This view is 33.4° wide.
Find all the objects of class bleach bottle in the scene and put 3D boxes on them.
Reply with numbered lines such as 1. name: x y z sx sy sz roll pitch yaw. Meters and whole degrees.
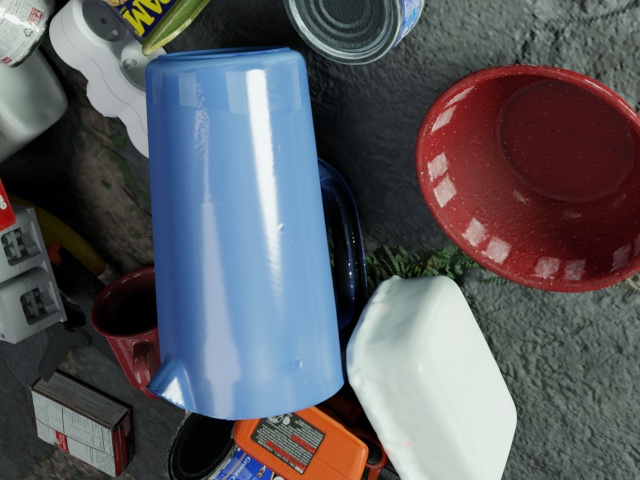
1. bleach bottle: -0.321 -0.103 0.933 0.251 0.068 0.102 -19 109 46

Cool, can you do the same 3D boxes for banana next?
1. banana: -0.289 -0.017 1.005 0.198 0.037 0.069 18 153 24

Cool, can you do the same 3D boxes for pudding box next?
1. pudding box: -0.259 0.198 1.162 0.113 0.039 0.090 22 134 16

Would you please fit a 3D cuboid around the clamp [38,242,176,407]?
1. clamp: -0.215 0.085 1.012 0.165 0.036 0.210 11 139 14

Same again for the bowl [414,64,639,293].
1. bowl: 0.142 -0.047 0.660 0.162 0.055 0.162 19 134 21

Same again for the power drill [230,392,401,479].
1. power drill: 0.024 0.168 0.847 0.185 0.057 0.187 28 179 21

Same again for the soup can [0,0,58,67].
1. soup can: -0.255 -0.182 0.789 0.102 0.068 0.069 33 145 -34

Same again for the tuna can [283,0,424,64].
1. tuna can: 0.020 -0.155 0.671 0.086 0.033 0.086 19 134 21

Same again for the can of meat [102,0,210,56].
1. can of meat: -0.112 -0.189 0.718 0.084 0.057 0.102 49 136 -6

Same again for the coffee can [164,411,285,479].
1. coffee can: -0.053 0.209 0.952 0.103 0.102 0.140 -18 131 43

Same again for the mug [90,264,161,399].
1. mug: -0.145 0.089 0.938 0.093 0.117 0.081 -13 127 6

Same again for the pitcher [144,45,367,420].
1. pitcher: -0.048 -0.010 0.744 0.145 0.149 0.243 -2 103 8
